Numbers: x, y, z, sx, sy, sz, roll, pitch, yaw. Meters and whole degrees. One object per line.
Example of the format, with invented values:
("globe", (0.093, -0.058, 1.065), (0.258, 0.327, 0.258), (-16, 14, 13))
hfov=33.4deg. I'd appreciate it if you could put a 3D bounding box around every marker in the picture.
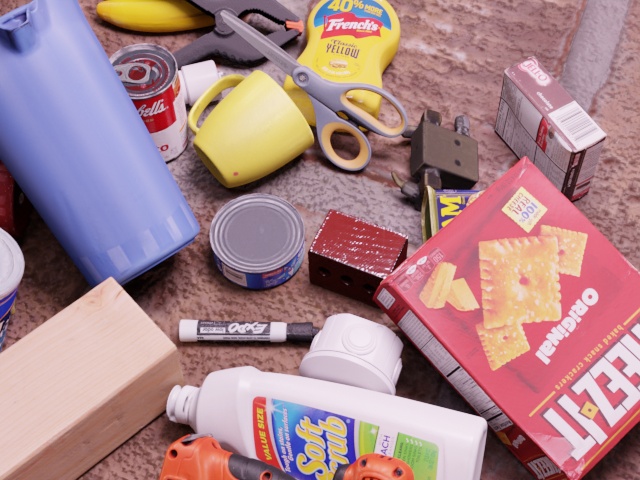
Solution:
("marker", (-0.061, 0.079, 0.926), (0.121, 0.020, 0.020), (1, 57, 2))

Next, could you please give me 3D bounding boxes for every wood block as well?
("wood block", (-0.218, 0.137, 0.850), (0.205, 0.090, 0.091), (-37, 63, -21))

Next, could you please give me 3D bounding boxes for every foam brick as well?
("foam brick", (0.033, 0.016, 0.944), (0.078, 0.053, 0.051), (20, 59, 15))

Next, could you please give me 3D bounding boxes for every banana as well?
("banana", (-0.137, -0.253, 1.139), (0.197, 0.037, 0.070), (-17, 43, -11))

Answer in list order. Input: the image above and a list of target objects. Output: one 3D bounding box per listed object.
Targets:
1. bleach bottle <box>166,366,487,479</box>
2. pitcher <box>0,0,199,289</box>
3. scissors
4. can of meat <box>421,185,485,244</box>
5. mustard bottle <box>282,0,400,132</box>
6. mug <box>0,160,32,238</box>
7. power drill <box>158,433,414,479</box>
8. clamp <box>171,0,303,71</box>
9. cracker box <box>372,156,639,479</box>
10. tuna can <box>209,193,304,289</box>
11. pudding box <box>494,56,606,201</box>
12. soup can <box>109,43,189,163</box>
("bleach bottle", (-0.002, 0.161, 0.837), (0.251, 0.068, 0.102), (10, 98, 16))
("pitcher", (-0.212, -0.080, 0.930), (0.243, 0.145, 0.149), (59, 28, -5))
("scissors", (-0.016, -0.134, 1.009), (0.202, 0.096, 0.016), (24, 26, 1))
("can of meat", (0.136, 0.002, 0.949), (0.084, 0.057, 0.102), (0, 57, -2))
("mustard bottle", (0.030, -0.200, 1.084), (0.096, 0.058, 0.191), (12, 57, 8))
("mug", (-0.311, -0.054, 0.967), (0.081, 0.117, 0.093), (4, 40, -1))
("power drill", (-0.035, 0.230, 0.781), (0.188, 0.057, 0.184), (13, 86, 17))
("clamp", (-0.105, -0.231, 1.096), (0.171, 0.039, 0.120), (-8, 99, -7))
("cracker box", (0.175, 0.065, 0.856), (0.164, 0.072, 0.214), (-40, 80, -15))
("tuna can", (-0.056, 0.001, 0.968), (0.086, 0.034, 0.086), (-1, 56, 1))
("pudding box", (0.211, -0.101, 0.994), (0.039, 0.090, 0.113), (-25, 60, -13))
("soup can", (-0.164, -0.128, 1.015), (0.068, 0.102, 0.068), (-1, 57, 1))
